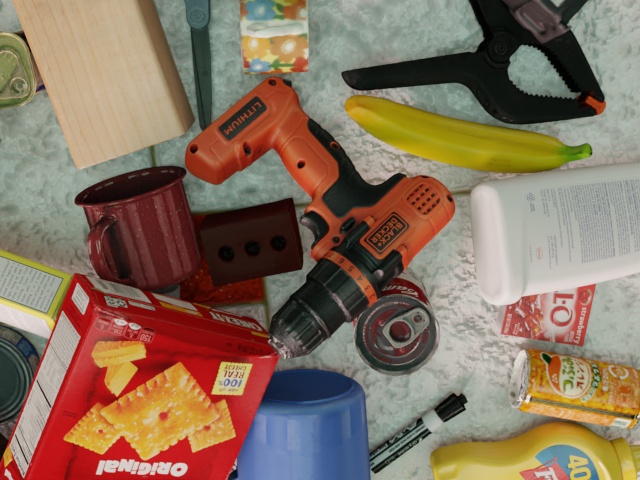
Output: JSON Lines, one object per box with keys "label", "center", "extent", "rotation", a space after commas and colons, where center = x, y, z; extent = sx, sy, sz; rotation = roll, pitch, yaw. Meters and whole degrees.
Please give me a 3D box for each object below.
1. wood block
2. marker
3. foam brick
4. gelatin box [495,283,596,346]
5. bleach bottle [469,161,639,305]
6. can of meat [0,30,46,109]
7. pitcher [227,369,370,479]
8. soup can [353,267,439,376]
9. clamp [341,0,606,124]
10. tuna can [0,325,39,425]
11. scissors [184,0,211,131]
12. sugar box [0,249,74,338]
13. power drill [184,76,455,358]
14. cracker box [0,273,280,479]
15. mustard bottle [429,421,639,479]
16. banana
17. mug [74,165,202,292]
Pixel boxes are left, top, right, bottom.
{"label": "wood block", "center": [-0.177, -0.171, 0.830], "extent": [0.090, 0.091, 0.206], "rotation": [-18, 103, 4]}
{"label": "marker", "center": [0.080, 0.175, 0.952], "extent": [0.121, 0.020, 0.020], "rotation": [-38, 101, 9]}
{"label": "foam brick", "center": [-0.056, 0.001, 0.892], "extent": [0.078, 0.051, 0.053], "rotation": [-12, 104, 3]}
{"label": "gelatin box", "center": [0.196, 0.041, 0.913], "extent": [0.073, 0.030, 0.089], "rotation": [9, 104, -2]}
{"label": "bleach bottle", "center": [0.251, -0.012, 0.866], "extent": [0.250, 0.068, 0.102], "rotation": [-6, 90, -12]}
{"label": "can of meat", "center": [-0.266, -0.132, 0.843], "extent": [0.102, 0.084, 0.057], "rotation": [-11, 103, 3]}
{"label": "pitcher", "center": [-0.025, 0.240, 0.914], "extent": [0.145, 0.148, 0.243], "rotation": [7, 103, 37]}
{"label": "soup can", "center": [0.060, 0.063, 0.881], "extent": [0.068, 0.102, 0.068], "rotation": [0, 104, 0]}
{"label": "clamp", "center": [0.131, -0.148, 0.860], "extent": [0.210, 0.036, 0.164], "rotation": [35, 93, -10]}
{"label": "tuna can", "center": [-0.289, 0.117, 0.930], "extent": [0.086, 0.034, 0.086], "rotation": [0, 104, 0]}
{"label": "scissors", "center": [-0.117, -0.193, 0.863], "extent": [0.096, 0.016, 0.202], "rotation": [13, 104, -2]}
{"label": "sugar box", "center": [-0.280, 0.029, 0.864], "extent": [0.176, 0.093, 0.048], "rotation": [22, 70, 5]}
{"label": "power drill", "center": [-0.017, -0.024, 0.830], "extent": [0.188, 0.057, 0.184], "rotation": [43, 72, 13]}
{"label": "cracker box", "center": [-0.146, 0.150, 0.835], "extent": [0.164, 0.072, 0.214], "rotation": [18, 100, -31]}
{"label": "mustard bottle", "center": [0.199, 0.210, 0.941], "extent": [0.191, 0.058, 0.096], "rotation": [-14, 105, 3]}
{"label": "banana", "center": [0.115, -0.085, 0.865], "extent": [0.197, 0.070, 0.037], "rotation": [9, 68, -2]}
{"label": "mug", "center": [-0.148, -0.004, 0.862], "extent": [0.093, 0.117, 0.081], "rotation": [-5, 110, 22]}
